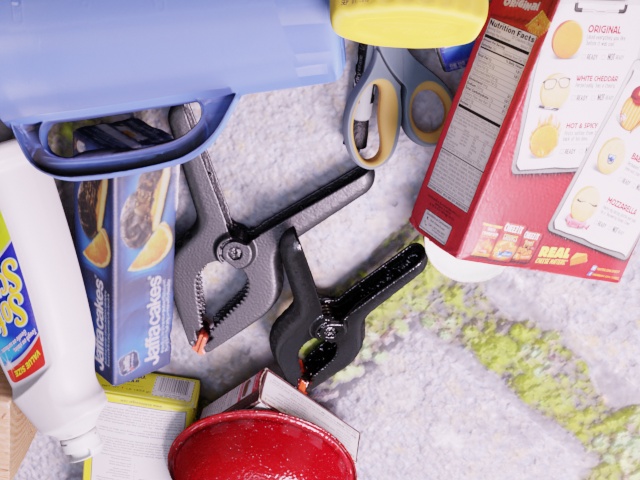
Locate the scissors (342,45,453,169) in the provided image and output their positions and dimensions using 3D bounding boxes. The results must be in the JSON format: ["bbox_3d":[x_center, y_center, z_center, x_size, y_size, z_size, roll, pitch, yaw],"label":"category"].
[{"bbox_3d":[0.065,-0.146,0.767,0.096,0.016,0.202,2,113,-21],"label":"scissors"}]

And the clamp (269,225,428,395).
[{"bbox_3d":[-0.002,0.055,0.853,0.120,0.039,0.172,19,122,-20],"label":"clamp"}]

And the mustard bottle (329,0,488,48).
[{"bbox_3d":[0.055,-0.220,0.679,0.096,0.058,0.191,1,75,-3],"label":"mustard bottle"}]

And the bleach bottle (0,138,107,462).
[{"bbox_3d":[-0.219,0.051,0.826,0.103,0.068,0.251,-14,99,33],"label":"bleach bottle"}]

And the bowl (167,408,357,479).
[{"bbox_3d":[-0.051,0.212,0.882,0.162,0.055,0.162,3,131,3],"label":"bowl"}]

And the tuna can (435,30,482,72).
[{"bbox_3d":[0.091,-0.160,0.733,0.034,0.086,0.086,-13,114,12],"label":"tuna can"}]

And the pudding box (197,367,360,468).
[{"bbox_3d":[-0.036,0.166,0.905,0.113,0.039,0.090,36,126,-25],"label":"pudding box"}]

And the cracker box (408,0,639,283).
[{"bbox_3d":[0.170,-0.086,0.720,0.163,0.072,0.214,8,109,-34],"label":"cracker box"}]

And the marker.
[{"bbox_3d":[0.034,-0.122,0.792,0.020,0.020,0.121,9,116,0],"label":"marker"}]

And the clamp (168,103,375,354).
[{"bbox_3d":[-0.056,0.001,0.848,0.164,0.036,0.210,13,115,-2],"label":"clamp"}]

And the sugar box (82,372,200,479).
[{"bbox_3d":[-0.161,0.199,0.946,0.093,0.048,0.176,10,119,-1],"label":"sugar box"}]

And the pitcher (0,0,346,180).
[{"bbox_3d":[-0.106,-0.142,0.734,0.243,0.145,0.149,-5,133,3],"label":"pitcher"}]
